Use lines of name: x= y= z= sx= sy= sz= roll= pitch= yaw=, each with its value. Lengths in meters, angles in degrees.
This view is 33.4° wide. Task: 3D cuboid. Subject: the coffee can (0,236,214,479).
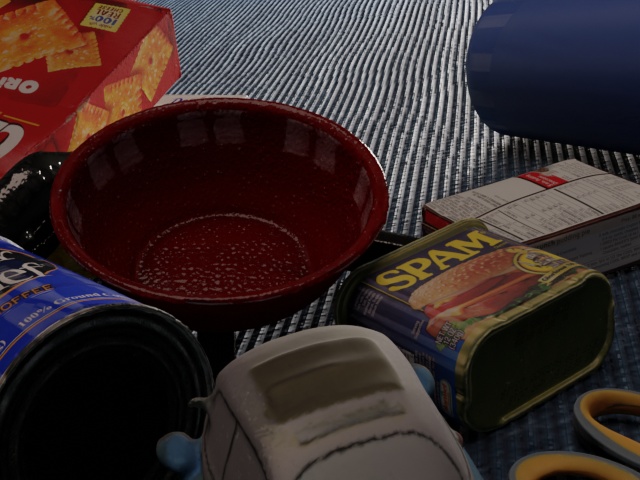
coffee can: x=-0.126 y=0.059 z=0.449 sx=0.102 sy=0.103 sz=0.141 roll=-25 pitch=28 yaw=-35

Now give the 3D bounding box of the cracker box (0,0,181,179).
cracker box: x=-0.223 y=-0.102 z=0.758 sx=0.164 sy=0.072 sz=0.213 roll=16 pitch=47 yaw=19

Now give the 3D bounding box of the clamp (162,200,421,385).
clamp: x=-0.054 y=0.001 z=0.591 sx=0.210 sy=0.036 sz=0.164 roll=31 pitch=42 yaw=30

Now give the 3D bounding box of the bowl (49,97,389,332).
bowl: x=-0.048 y=-0.006 z=0.525 sx=0.162 sy=0.055 sz=0.162 roll=1 pitch=40 yaw=-1

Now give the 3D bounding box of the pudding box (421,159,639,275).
pudding box: x=0.127 y=-0.007 z=0.603 sx=0.113 sy=0.039 sz=0.090 roll=-18 pitch=25 yaw=-18

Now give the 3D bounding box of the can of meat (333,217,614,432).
can of meat: x=0.072 y=0.038 z=0.492 sx=0.101 sy=0.057 sz=0.084 roll=-23 pitch=29 yaw=-31

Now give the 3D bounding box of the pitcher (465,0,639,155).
pitcher: x=0.230 y=-0.123 z=0.732 sx=0.149 sy=0.145 sz=0.243 roll=14 pitch=-2 yaw=-44

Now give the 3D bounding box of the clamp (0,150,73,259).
clamp: x=-0.180 y=0.010 z=0.576 sx=0.039 sy=0.120 sz=0.171 roll=39 pitch=38 yaw=7
